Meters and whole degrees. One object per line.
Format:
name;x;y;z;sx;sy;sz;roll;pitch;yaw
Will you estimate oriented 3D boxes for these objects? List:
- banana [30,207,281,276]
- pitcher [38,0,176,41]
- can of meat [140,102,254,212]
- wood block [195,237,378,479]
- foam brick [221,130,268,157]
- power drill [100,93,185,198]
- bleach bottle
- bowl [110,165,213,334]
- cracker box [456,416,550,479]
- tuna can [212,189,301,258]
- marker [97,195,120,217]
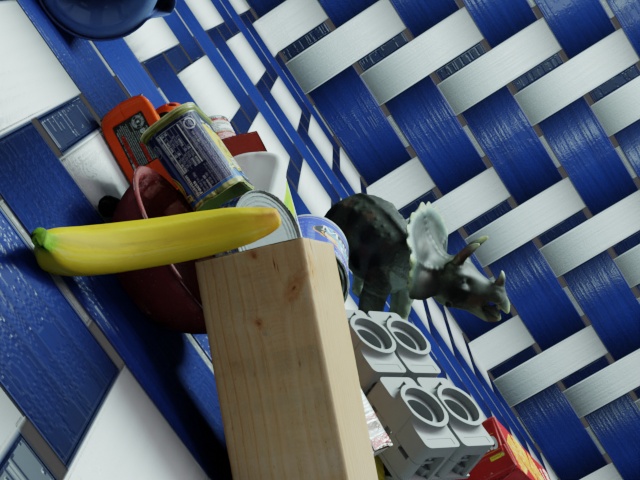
banana;-0.123;0.002;0.765;0.197;0.070;0.037;-8;91;-37
pitcher;-0.249;-0.312;1.188;0.243;0.145;0.149;-109;177;-69
can of meat;-0.106;-0.067;0.955;0.084;0.057;0.102;54;2;8
wood block;-0.024;0.109;0.818;0.090;0.090;0.206;11;67;-73
foam brick;-0.085;-0.075;1.203;0.078;0.051;0.053;64;-29;17
power drill;-0.146;-0.070;1.105;0.184;0.057;0.187;59;7;8
bleach bottle;-0.044;0.028;1.147;0.251;0.068;0.102;70;23;-46
bowl;-0.127;0.020;0.887;0.162;0.055;0.162;56;9;-14
cracker box;0.172;0.297;1.220;0.213;0.164;0.072;47;18;-50
tuna can;-0.056;0.001;0.928;0.086;0.034;0.086;24;57;-42
marker;-0.167;-0.026;0.948;0.020;0.020;0.121;59;9;9
